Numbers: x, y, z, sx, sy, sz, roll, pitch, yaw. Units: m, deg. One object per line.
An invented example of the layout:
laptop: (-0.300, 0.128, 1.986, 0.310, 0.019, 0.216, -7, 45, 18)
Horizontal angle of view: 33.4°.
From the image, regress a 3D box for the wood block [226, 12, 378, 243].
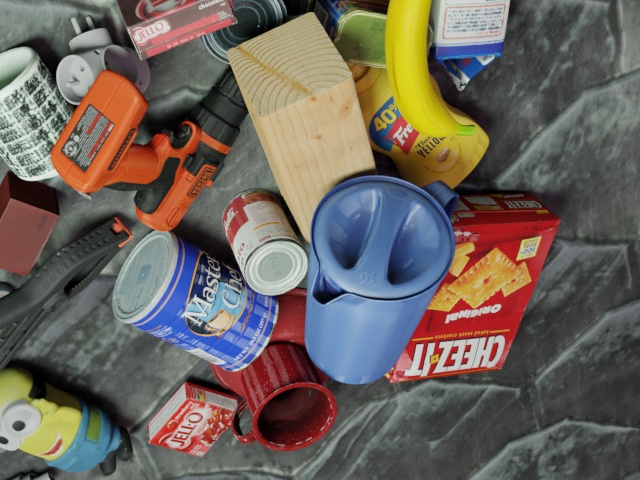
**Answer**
wood block: (-0.009, -0.100, 1.010, 0.090, 0.091, 0.206, -25, 146, -3)

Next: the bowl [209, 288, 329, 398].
bowl: (-0.042, 0.135, 1.213, 0.162, 0.055, 0.162, -9, 124, -14)

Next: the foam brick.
foam brick: (-0.292, -0.015, 1.030, 0.052, 0.051, 0.078, 22, 113, -31)

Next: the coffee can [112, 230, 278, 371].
coffee can: (-0.129, 0.063, 1.106, 0.140, 0.103, 0.103, 31, 108, -33)

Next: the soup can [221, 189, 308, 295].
soup can: (-0.057, 0.001, 1.091, 0.068, 0.102, 0.068, -9, 125, -14)

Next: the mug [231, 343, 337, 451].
mug: (-0.047, 0.172, 1.148, 0.117, 0.081, 0.093, -39, 126, 7)

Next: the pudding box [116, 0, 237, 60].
pudding box: (-0.129, -0.210, 0.922, 0.090, 0.113, 0.039, -22, 130, -5)

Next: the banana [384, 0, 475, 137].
banana: (0.090, -0.166, 0.972, 0.069, 0.037, 0.198, -34, 129, -18)

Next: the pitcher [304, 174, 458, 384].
pitcher: (0.054, 0.046, 1.067, 0.149, 0.145, 0.243, 2, 151, -5)

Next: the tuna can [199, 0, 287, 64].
tuna can: (-0.074, -0.207, 0.992, 0.086, 0.034, 0.086, -9, 124, -14)

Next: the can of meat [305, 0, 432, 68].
can of meat: (0.046, -0.202, 1.006, 0.102, 0.084, 0.057, 4, 120, -22)

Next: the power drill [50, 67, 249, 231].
power drill: (-0.145, -0.096, 0.976, 0.184, 0.057, 0.187, -57, 155, 9)

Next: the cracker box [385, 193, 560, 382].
cracker box: (0.159, 0.054, 1.208, 0.163, 0.072, 0.214, -2, 123, -28)

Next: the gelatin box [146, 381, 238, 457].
gelatin box: (-0.147, 0.208, 1.230, 0.073, 0.030, 0.089, 23, 123, -31)

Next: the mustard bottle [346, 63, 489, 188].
mustard bottle: (0.084, -0.128, 1.084, 0.096, 0.058, 0.191, -44, 125, 9)

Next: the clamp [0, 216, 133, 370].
clamp: (-0.274, 0.052, 1.041, 0.210, 0.164, 0.036, -42, 82, -5)

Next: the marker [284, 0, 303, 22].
marker: (-0.024, -0.189, 1.030, 0.020, 0.020, 0.121, -11, 125, -13)
